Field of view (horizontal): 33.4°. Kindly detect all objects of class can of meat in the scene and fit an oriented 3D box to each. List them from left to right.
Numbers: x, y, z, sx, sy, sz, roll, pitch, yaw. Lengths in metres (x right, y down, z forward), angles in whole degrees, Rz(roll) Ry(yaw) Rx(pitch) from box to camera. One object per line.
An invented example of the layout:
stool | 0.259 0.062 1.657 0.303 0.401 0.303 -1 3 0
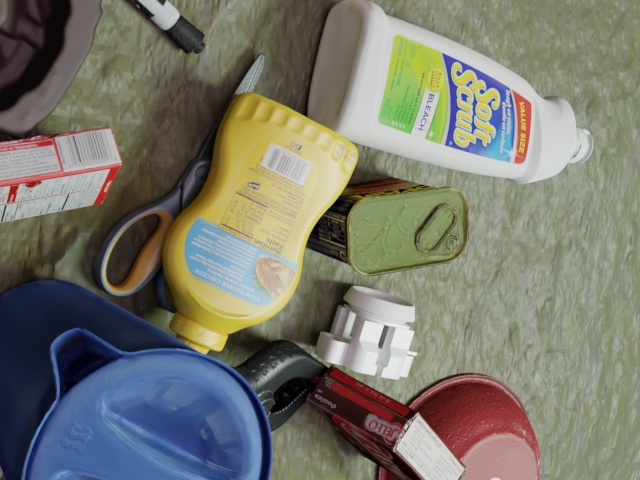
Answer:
can of meat | 0.046 -0.014 0.798 0.101 0.084 0.057 -9 104 -26

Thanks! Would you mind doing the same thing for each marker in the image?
marker | -0.123 -0.168 0.716 0.121 0.020 0.020 42 80 -28

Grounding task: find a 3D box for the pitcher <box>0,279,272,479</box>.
pitcher | -0.133 0.108 0.638 0.144 0.243 0.149 13 94 -29

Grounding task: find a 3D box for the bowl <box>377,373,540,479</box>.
bowl | 0.131 0.198 0.901 0.161 0.055 0.162 -6 103 -27

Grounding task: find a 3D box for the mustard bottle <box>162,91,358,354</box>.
mustard bottle | -0.055 0.001 0.743 0.096 0.058 0.191 26 88 -17

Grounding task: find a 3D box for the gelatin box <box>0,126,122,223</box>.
gelatin box | -0.178 -0.041 0.681 0.089 0.073 0.030 -12 76 -24

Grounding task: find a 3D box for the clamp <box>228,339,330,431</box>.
clamp | -0.055 0.108 0.760 0.171 0.039 0.120 -29 148 -43

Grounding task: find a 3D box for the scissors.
scissors | -0.078 -0.031 0.770 0.201 0.016 0.096 -49 119 -11

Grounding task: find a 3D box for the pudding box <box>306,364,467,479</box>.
pudding box | 0.052 0.149 0.814 0.039 0.090 0.113 -55 138 -12

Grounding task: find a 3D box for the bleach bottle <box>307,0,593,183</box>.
bleach bottle | 0.115 -0.105 0.830 0.250 0.068 0.102 10 96 -31
